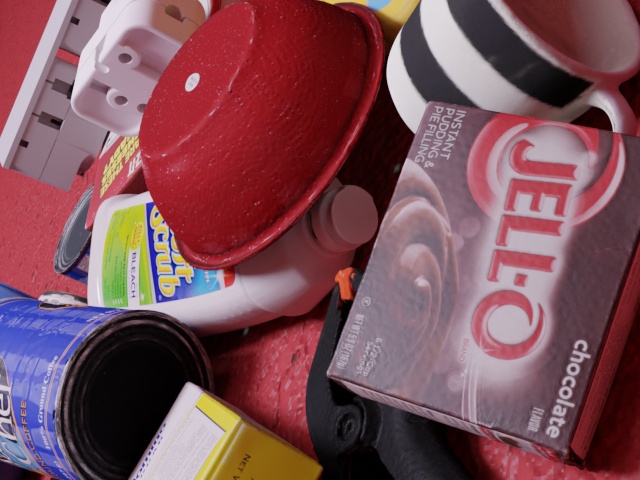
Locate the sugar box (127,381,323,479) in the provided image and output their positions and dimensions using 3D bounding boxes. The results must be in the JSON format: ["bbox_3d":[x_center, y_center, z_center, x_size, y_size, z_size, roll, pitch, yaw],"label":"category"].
[{"bbox_3d":[-0.056,0.119,0.482,0.093,0.048,0.176,-60,8,-8],"label":"sugar box"}]

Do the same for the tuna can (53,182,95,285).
[{"bbox_3d":[-0.190,-0.005,0.900,0.086,0.033,0.086,-42,33,36],"label":"tuna can"}]

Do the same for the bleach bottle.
[{"bbox_3d":[-0.054,0.001,0.611,0.251,0.068,0.102,-17,66,54],"label":"bleach bottle"}]

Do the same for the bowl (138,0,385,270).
[{"bbox_3d":[-0.043,-0.068,0.542,0.162,0.055,0.162,-36,36,32],"label":"bowl"}]

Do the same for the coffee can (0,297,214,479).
[{"bbox_3d":[-0.145,0.087,0.621,0.141,0.102,0.102,1,66,46],"label":"coffee can"}]

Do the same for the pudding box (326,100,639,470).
[{"bbox_3d":[0.065,0.012,0.376,0.090,0.039,0.113,14,78,30],"label":"pudding box"}]

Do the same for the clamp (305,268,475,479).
[{"bbox_3d":[0.031,0.080,0.421,0.120,0.039,0.171,-28,49,40],"label":"clamp"}]
